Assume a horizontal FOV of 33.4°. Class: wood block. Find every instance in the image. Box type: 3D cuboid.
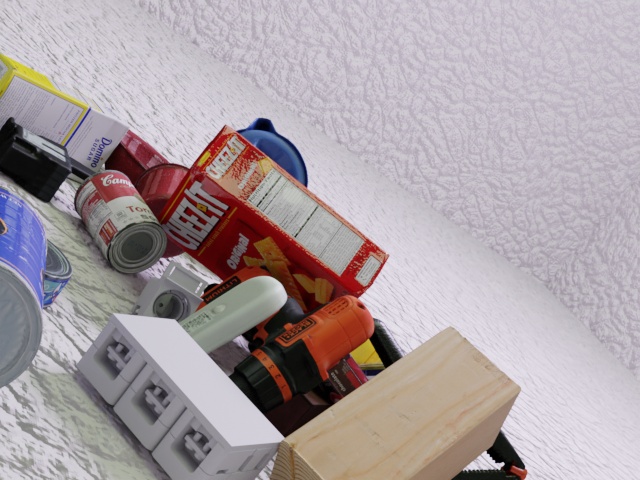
[{"bbox_3d":[0.063,0.171,0.903,0.205,0.091,0.090,-29,59,-36],"label":"wood block"}]

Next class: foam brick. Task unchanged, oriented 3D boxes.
[{"bbox_3d":[-0.036,0.153,1.044,0.078,0.051,0.052,44,12,27],"label":"foam brick"}]

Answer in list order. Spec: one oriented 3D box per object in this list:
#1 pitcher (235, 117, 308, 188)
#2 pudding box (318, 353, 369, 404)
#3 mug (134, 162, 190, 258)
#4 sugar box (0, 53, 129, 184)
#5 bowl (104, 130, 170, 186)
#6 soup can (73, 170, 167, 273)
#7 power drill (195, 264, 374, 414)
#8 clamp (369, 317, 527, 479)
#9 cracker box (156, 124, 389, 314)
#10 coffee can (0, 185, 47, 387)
[{"bbox_3d":[-0.090,-0.051,1.429,0.145,0.149,0.243,51,-7,4],"label":"pitcher"},{"bbox_3d":[0.027,0.160,1.080,0.090,0.039,0.114,55,-15,-1],"label":"pudding box"},{"bbox_3d":[-0.189,-0.033,1.233,0.117,0.093,0.081,3,27,-1],"label":"mug"},{"bbox_3d":[-0.314,-0.135,1.220,0.176,0.093,0.048,25,17,-52],"label":"sugar box"},{"bbox_3d":[-0.218,-0.074,1.343,0.162,0.055,0.162,43,7,-7],"label":"bowl"},{"bbox_3d":[-0.214,-0.020,1.138,0.068,0.068,0.102,26,17,-46],"label":"soup can"},{"bbox_3d":[-0.064,0.097,0.994,0.188,0.184,0.057,28,-35,57],"label":"power drill"},{"bbox_3d":[0.095,0.192,1.014,0.210,0.164,0.036,32,-17,-6],"label":"clamp"},{"bbox_3d":[-0.057,0.001,1.112,0.213,0.072,0.164,38,-31,-5],"label":"cracker box"},{"bbox_3d":[-0.244,0.030,0.744,0.102,0.103,0.140,33,12,-23],"label":"coffee can"}]
